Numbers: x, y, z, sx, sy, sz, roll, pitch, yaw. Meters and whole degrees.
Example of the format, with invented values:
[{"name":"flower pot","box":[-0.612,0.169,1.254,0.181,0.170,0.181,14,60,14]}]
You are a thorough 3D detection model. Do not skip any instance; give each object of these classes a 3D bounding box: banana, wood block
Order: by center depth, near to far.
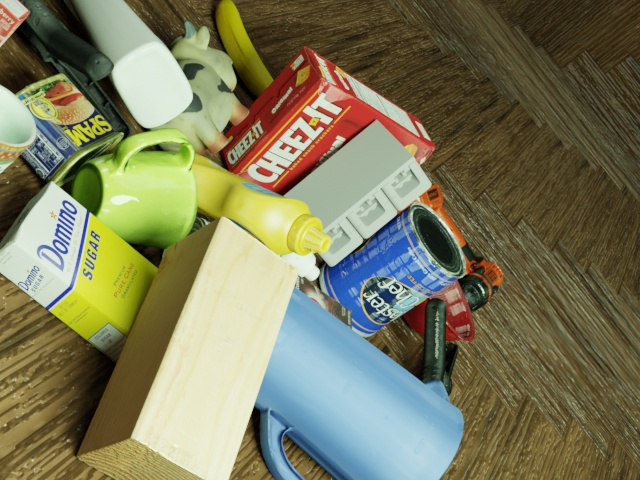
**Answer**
[{"name":"wood block","box":[-0.102,0.097,0.863,0.090,0.091,0.206,36,52,-23]},{"name":"banana","box":[-0.104,-0.254,1.436,0.198,0.037,0.069,62,11,18]}]

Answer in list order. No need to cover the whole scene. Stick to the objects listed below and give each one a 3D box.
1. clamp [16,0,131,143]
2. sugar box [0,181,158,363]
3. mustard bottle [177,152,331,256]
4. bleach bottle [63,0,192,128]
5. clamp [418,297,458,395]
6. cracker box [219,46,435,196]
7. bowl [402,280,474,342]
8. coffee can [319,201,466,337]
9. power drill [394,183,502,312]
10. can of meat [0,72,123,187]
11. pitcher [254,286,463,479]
[{"name":"clamp","box":[-0.263,-0.191,1.061,0.210,0.036,0.164,44,-16,17]},{"name":"sugar box","box":[-0.190,0.038,0.923,0.176,0.048,0.093,43,31,-20]},{"name":"mustard bottle","box":[-0.068,-0.031,1.079,0.192,0.058,0.096,25,-2,32]},{"name":"bleach bottle","box":[-0.225,-0.230,1.144,0.251,0.068,0.102,53,-7,40]},{"name":"clamp","box":[0.136,0.166,1.246,0.120,0.039,0.171,50,45,-56]},{"name":"cracker box","box":[0.011,-0.112,1.285,0.213,0.164,0.072,25,28,-42]},{"name":"bowl","box":[0.134,0.068,1.366,0.162,0.055,0.162,49,22,-28]},{"name":"coffee can","box":[0.083,0.035,1.245,0.102,0.140,0.103,39,30,-28]},{"name":"power drill","box":[0.180,0.015,1.522,0.187,0.057,0.184,57,23,3]},{"name":"can of meat","box":[-0.247,-0.103,1.000,0.084,0.058,0.102,47,26,-3]},{"name":"pitcher","box":[0.005,0.152,1.016,0.242,0.145,0.149,40,17,-14]}]
